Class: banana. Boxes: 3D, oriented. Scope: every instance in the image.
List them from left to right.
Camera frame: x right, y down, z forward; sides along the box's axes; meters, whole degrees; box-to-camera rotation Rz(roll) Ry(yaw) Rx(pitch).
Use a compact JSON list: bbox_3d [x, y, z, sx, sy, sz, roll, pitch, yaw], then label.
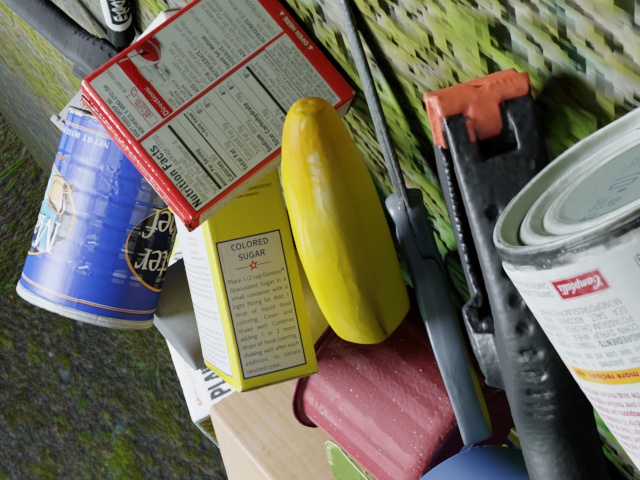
[{"bbox_3d":[0.012,0.005,0.435,0.197,0.037,0.069,59,-166,-76],"label":"banana"}]

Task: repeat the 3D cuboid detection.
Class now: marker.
[{"bbox_3d":[-0.128,-0.149,0.662,0.020,0.020,0.121,50,168,4],"label":"marker"}]

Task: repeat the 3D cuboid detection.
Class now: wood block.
[{"bbox_3d":[0.025,0.173,0.677,0.206,0.090,0.091,40,150,41],"label":"wood block"}]

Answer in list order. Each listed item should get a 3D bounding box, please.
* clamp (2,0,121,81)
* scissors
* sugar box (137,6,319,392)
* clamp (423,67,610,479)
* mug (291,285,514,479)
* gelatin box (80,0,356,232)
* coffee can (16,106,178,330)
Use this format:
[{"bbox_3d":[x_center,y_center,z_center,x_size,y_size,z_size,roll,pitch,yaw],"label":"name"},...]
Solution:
[{"bbox_3d":[-0.176,-0.140,0.806,0.172,0.039,0.120,32,175,43],"label":"clamp"},{"bbox_3d":[0.039,-0.010,0.452,0.096,0.016,0.202,-87,-21,-73],"label":"scissors"},{"bbox_3d":[-0.047,-0.022,0.523,0.093,0.048,0.176,-171,71,-73],"label":"sugar box"},{"bbox_3d":[0.071,0.041,0.350,0.210,0.036,0.164,70,-176,-46],"label":"clamp"},{"bbox_3d":[0.053,0.083,0.553,0.082,0.093,0.117,38,-166,31],"label":"mug"},{"bbox_3d":[-0.042,-0.059,0.442,0.073,0.089,0.030,50,168,5],"label":"gelatin box"},{"bbox_3d":[-0.154,-0.017,0.783,0.103,0.140,0.103,17,-175,-2],"label":"coffee can"}]
